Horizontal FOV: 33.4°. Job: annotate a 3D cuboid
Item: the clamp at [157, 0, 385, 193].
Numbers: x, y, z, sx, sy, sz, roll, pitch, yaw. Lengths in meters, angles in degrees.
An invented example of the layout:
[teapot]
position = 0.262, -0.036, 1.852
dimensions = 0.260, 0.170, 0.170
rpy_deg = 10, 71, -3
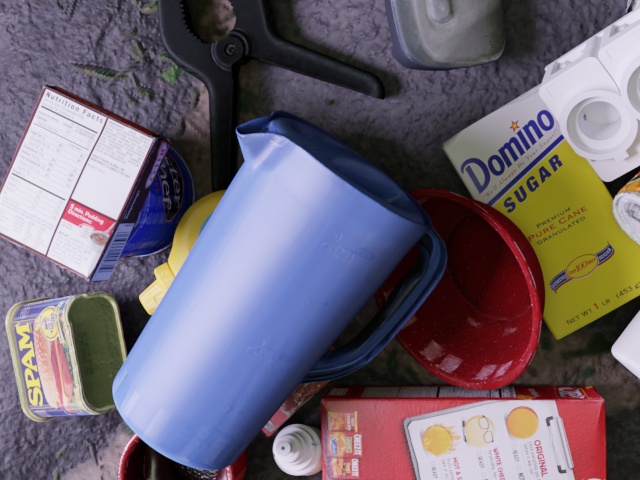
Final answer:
[clamp]
position = -0.073, -0.143, 0.867
dimensions = 0.164, 0.036, 0.210
rpy_deg = -42, 89, 8

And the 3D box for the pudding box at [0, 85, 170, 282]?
[pudding box]
position = -0.169, -0.039, 0.742
dimensions = 0.090, 0.039, 0.113
rpy_deg = 26, 94, 8

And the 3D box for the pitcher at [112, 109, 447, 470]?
[pitcher]
position = -0.033, 0.045, 0.756
dimensions = 0.149, 0.144, 0.243
rpy_deg = 40, 105, 17

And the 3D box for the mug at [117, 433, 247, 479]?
[mug]
position = -0.114, 0.190, 0.861
dimensions = 0.093, 0.081, 0.117
rpy_deg = 44, 98, 5

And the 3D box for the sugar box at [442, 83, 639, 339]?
[sugar box]
position = 0.176, -0.022, 0.825
dimensions = 0.093, 0.048, 0.176
rpy_deg = -31, 88, 9

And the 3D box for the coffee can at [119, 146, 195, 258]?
[coffee can]
position = -0.165, -0.035, 0.833
dimensions = 0.103, 0.140, 0.103
rpy_deg = 0, 92, 9

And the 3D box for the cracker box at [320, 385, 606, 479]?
[cracker box]
position = 0.110, 0.197, 0.830
dimensions = 0.214, 0.072, 0.164
rpy_deg = -1, 94, 8

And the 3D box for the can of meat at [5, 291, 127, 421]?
[can of meat]
position = -0.203, 0.094, 0.868
dimensions = 0.084, 0.057, 0.102
rpy_deg = -11, 90, 42

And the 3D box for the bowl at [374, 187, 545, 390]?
[bowl]
position = 0.113, 0.029, 0.809
dimensions = 0.162, 0.055, 0.162
rpy_deg = 25, 127, 38

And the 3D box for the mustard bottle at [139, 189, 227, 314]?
[mustard bottle]
position = -0.056, 0.001, 0.836
dimensions = 0.191, 0.058, 0.096
rpy_deg = -32, 108, -4
